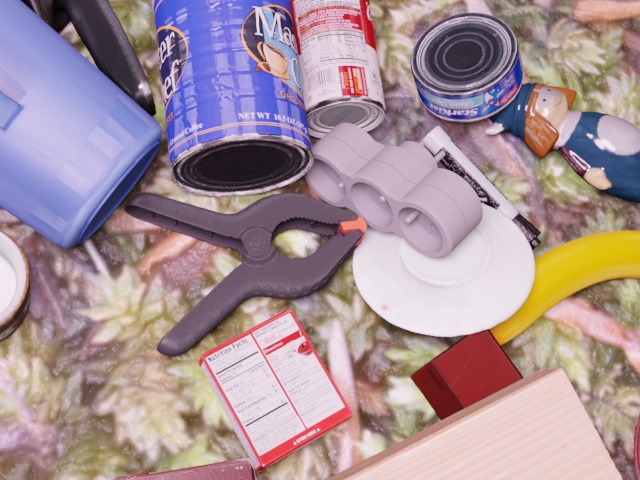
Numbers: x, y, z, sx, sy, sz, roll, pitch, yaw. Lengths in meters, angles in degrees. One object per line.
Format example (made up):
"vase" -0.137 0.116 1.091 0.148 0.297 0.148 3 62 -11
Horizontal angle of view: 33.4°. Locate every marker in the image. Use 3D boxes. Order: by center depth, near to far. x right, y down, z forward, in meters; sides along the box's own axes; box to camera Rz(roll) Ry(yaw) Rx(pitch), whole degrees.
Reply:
"marker" 0.126 -0.040 0.829 0.020 0.020 0.121 -39 82 -22

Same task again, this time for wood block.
"wood block" 0.074 0.166 0.666 0.206 0.090 0.091 -27 82 -1

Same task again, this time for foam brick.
"foam brick" 0.111 0.108 0.752 0.051 0.053 0.078 -31 79 -21

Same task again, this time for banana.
"banana" 0.206 0.030 0.811 0.197 0.037 0.069 -10 71 -16

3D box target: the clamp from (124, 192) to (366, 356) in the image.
"clamp" -0.055 0.001 0.764 0.171 0.039 0.120 -20 80 -16

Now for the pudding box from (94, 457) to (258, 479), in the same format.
"pudding box" -0.099 0.168 0.663 0.113 0.090 0.039 -5 69 -14

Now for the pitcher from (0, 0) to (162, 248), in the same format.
"pitcher" -0.229 -0.106 0.702 0.243 0.145 0.149 38 43 -4

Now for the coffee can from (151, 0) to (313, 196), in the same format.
"coffee can" -0.064 -0.115 0.770 0.102 0.103 0.140 -3 71 -14

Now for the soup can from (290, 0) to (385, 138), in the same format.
"soup can" 0.010 -0.137 0.813 0.068 0.069 0.102 -3 71 -14

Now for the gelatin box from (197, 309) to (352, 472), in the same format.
"gelatin box" -0.032 0.102 0.735 0.073 0.030 0.089 -27 77 -19

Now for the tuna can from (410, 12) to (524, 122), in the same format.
"tuna can" 0.114 -0.136 0.834 0.086 0.033 0.086 -9 57 13
